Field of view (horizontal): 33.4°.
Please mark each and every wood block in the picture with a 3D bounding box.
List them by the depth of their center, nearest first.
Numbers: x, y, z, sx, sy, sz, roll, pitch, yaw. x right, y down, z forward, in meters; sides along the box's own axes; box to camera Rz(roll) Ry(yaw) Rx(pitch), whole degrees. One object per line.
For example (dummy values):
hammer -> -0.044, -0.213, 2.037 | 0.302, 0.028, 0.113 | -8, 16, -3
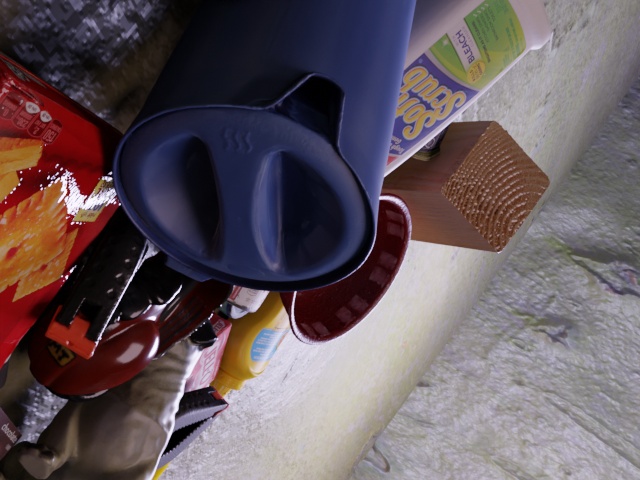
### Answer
wood block -> 0.116, -0.057, 1.059 | 0.090, 0.090, 0.206 | -52, -157, -13

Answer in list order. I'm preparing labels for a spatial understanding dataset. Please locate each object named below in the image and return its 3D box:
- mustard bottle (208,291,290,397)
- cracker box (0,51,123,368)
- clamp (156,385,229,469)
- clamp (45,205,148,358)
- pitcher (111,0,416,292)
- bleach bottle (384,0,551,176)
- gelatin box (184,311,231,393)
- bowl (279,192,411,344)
mustard bottle -> -0.058, 0.079, 1.081 | 0.192, 0.058, 0.096 | -58, 163, 8
cracker box -> -0.190, 0.013, 0.511 | 0.214, 0.072, 0.164 | -55, 166, -1
clamp -> -0.175, 0.200, 0.968 | 0.209, 0.036, 0.165 | -27, 153, -37
clamp -> -0.116, -0.005, 0.627 | 0.120, 0.039, 0.171 | -59, -165, 28
pitcher -> -0.019, -0.096, 0.598 | 0.145, 0.149, 0.242 | 65, 31, -43
bleach bottle -> 0.042, -0.089, 0.714 | 0.250, 0.068, 0.102 | -46, 140, -7
gelatin box -> -0.123, 0.118, 1.016 | 0.073, 0.030, 0.089 | -41, 159, -43
bowl -> 0.012, 0.016, 0.994 | 0.161, 0.055, 0.162 | -34, 143, -31
